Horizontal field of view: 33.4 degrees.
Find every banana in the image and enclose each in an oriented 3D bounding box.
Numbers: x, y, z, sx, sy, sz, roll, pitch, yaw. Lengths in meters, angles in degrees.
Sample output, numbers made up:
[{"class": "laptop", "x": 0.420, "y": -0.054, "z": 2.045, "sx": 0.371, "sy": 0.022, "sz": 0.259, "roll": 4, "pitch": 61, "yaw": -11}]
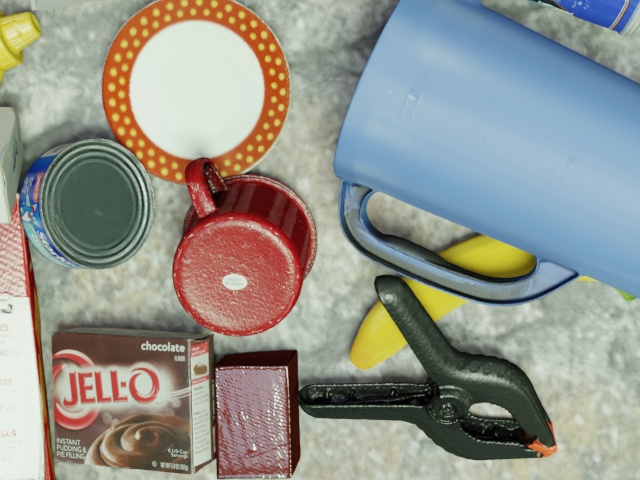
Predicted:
[{"class": "banana", "x": 0.108, "y": 0.031, "z": 0.705, "sx": 0.198, "sy": 0.037, "sz": 0.069, "roll": -15, "pitch": 90, "yaw": 7}]

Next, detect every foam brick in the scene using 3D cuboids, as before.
[{"class": "foam brick", "x": -0.042, "y": 0.116, "z": 0.718, "sx": 0.051, "sy": 0.053, "sz": 0.078, "roll": -1, "pitch": 93, "yaw": 6}]

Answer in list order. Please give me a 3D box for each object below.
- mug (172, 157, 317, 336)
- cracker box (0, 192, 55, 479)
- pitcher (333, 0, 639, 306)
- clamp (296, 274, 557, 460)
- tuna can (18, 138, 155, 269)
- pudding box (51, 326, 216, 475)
[{"class": "mug", "x": -0.054, "y": 0.001, "z": 0.685, "sx": 0.093, "sy": 0.081, "sz": 0.117, "roll": -22, "pitch": 105, "yaw": 9}, {"class": "cracker box", "x": -0.270, "y": 0.082, "z": 0.713, "sx": 0.164, "sy": 0.072, "sz": 0.214, "roll": -6, "pitch": 92, "yaw": -13}, {"class": "pitcher", "x": 0.134, "y": -0.041, "z": 0.639, "sx": 0.243, "sy": 0.149, "sz": 0.145, "roll": 26, "pitch": 59, "yaw": 9}, {"class": "clamp", "x": 0.072, "y": 0.104, "z": 0.701, "sx": 0.171, "sy": 0.039, "sz": 0.120, "roll": 35, "pitch": 124, "yaw": -13}, {"class": "tuna can", "x": -0.154, "y": -0.023, "z": 0.705, "sx": 0.034, "sy": 0.085, "sz": 0.086, "roll": -2, "pitch": 95, "yaw": 47}, {"class": "pudding box", "x": -0.127, "y": 0.106, "z": 0.721, "sx": 0.114, "sy": 0.039, "sz": 0.090, "roll": 0, "pitch": 95, "yaw": 21}]
